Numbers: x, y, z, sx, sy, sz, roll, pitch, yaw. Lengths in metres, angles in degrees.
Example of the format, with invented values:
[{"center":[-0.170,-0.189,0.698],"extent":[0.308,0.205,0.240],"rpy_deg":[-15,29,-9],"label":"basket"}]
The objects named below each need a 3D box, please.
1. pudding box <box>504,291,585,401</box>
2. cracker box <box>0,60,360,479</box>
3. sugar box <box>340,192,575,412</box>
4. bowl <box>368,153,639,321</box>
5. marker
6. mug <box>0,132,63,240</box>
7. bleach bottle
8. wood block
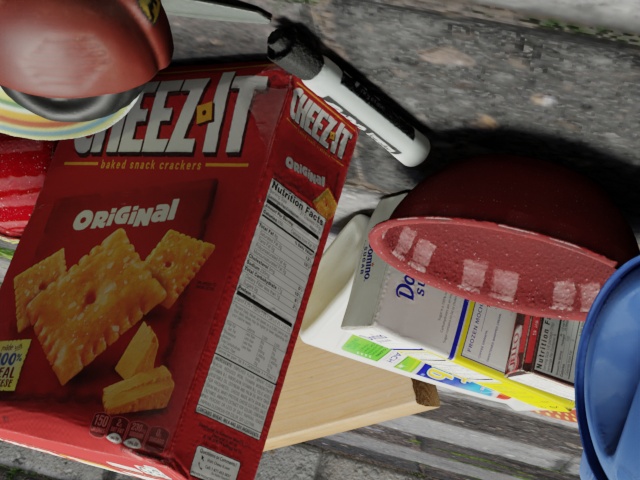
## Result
[{"center":[0.182,0.061,0.695],"extent":[0.113,0.090,0.039],"rpy_deg":[19,164,-14],"label":"pudding box"},{"center":[-0.087,0.013,0.563],"extent":[0.164,0.213,0.072],"rpy_deg":[4,159,37],"label":"cracker box"},{"center":[0.104,0.044,0.710],"extent":[0.176,0.093,0.048],"rpy_deg":[24,163,-24],"label":"sugar box"},{"center":[0.111,-0.005,0.599],"extent":[0.162,0.055,0.162],"rpy_deg":[15,165,4],"label":"bowl"},{"center":[0.015,-0.070,0.532],"extent":[0.020,0.020,0.121],"rpy_deg":[2,159,41],"label":"marker"},{"center":[-0.157,-0.049,0.677],"extent":[0.082,0.093,0.117],"rpy_deg":[-2,-176,36],"label":"mug"},{"center":[0.114,0.068,0.787],"extent":[0.250,0.068,0.103],"rpy_deg":[21,131,-20],"label":"bleach bottle"},{"center":[-0.009,0.130,0.957],"extent":[0.206,0.091,0.090],"rpy_deg":[-18,165,16],"label":"wood block"}]
